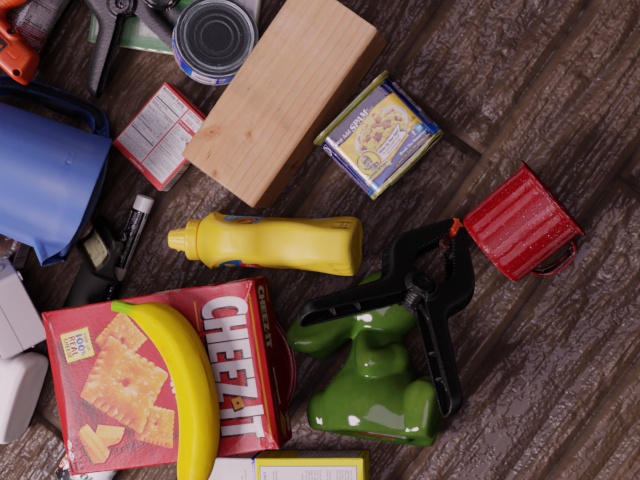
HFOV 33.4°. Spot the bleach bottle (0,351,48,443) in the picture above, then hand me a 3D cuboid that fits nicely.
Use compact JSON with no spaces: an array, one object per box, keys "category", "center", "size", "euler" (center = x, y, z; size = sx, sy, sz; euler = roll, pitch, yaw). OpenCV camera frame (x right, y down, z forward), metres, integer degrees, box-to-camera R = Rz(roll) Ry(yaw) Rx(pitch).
[{"category":"bleach bottle","center":[-0.424,0.128,1.142],"size":[0.251,0.068,0.102],"euler":[20,95,11]}]

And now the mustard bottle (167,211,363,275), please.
[{"category":"mustard bottle","center":[-0.057,0.002,1.056],"size":[0.192,0.096,0.058],"euler":[3,92,10]}]

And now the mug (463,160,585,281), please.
[{"category":"mug","center":[0.199,-0.009,1.023],"size":[0.081,0.093,0.117],"euler":[-41,121,13]}]

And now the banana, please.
[{"category":"banana","center":[-0.127,0.136,0.976],"size":[0.070,0.037,0.198],"euler":[-22,86,26]}]

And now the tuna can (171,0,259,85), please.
[{"category":"tuna can","center":[-0.104,-0.200,1.063],"size":[0.086,0.034,0.086],"euler":[1,86,-11]}]

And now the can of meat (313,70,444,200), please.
[{"category":"can of meat","center":[0.059,-0.102,1.054],"size":[0.102,0.057,0.084],"euler":[-44,87,9]}]

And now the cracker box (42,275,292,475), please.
[{"category":"cracker box","center":[-0.148,0.131,1.031],"size":[0.214,0.072,0.164],"euler":[-9,90,10]}]

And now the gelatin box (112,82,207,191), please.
[{"category":"gelatin box","center":[-0.159,-0.107,1.105],"size":[0.073,0.030,0.089],"euler":[44,98,7]}]

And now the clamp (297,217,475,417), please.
[{"category":"clamp","center":[0.079,0.047,0.992],"size":[0.164,0.209,0.036],"euler":[28,139,-2]}]

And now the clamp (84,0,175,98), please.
[{"category":"clamp","center":[-0.188,-0.236,1.088],"size":[0.120,0.039,0.171],"euler":[-6,95,-2]}]

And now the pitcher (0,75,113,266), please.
[{"category":"pitcher","center":[-0.333,-0.090,1.055],"size":[0.242,0.149,0.145],"euler":[22,106,-11]}]

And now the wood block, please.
[{"category":"wood block","center":[-0.033,-0.141,1.051],"size":[0.090,0.090,0.206],"euler":[36,97,7]}]

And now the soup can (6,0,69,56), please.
[{"category":"soup can","center":[-0.306,-0.236,1.108],"size":[0.068,0.068,0.102],"euler":[32,96,7]}]

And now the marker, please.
[{"category":"marker","center":[-0.205,0.010,1.121],"size":[0.020,0.020,0.121],"euler":[22,95,8]}]

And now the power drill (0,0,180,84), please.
[{"category":"power drill","center":[-0.254,-0.245,1.045],"size":[0.184,0.057,0.187],"euler":[43,89,-1]}]

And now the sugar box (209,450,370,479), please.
[{"category":"sugar box","center":[-0.038,0.262,1.087],"size":[0.176,0.048,0.093],"euler":[-2,91,14]}]
